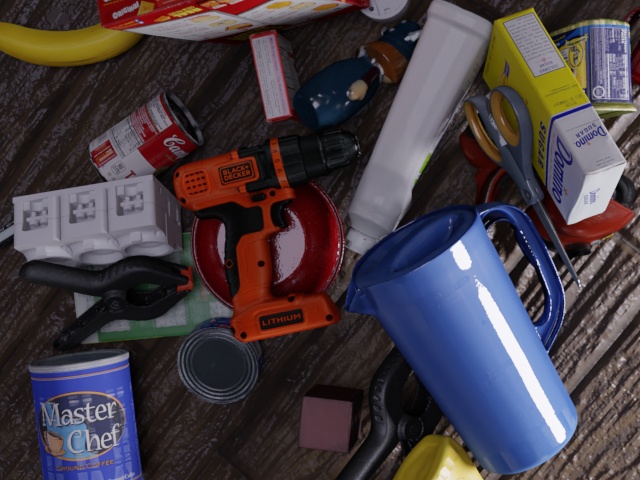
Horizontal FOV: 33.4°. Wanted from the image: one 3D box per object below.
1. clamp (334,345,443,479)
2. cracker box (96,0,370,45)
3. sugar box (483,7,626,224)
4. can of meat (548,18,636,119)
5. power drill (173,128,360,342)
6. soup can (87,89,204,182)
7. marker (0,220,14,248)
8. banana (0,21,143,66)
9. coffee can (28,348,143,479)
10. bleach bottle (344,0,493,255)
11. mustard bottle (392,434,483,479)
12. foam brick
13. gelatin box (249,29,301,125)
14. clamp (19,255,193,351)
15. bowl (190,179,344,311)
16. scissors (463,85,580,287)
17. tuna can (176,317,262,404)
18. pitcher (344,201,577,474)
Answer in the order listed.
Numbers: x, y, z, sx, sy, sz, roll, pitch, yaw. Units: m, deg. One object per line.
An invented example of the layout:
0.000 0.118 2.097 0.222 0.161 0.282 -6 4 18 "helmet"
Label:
0.088 0.192 1.065 0.036 0.164 0.210 3 72 52 "clamp"
-0.077 -0.237 0.984 0.164 0.213 0.072 -9 92 30 "cracker box"
0.206 -0.111 0.961 0.048 0.093 0.176 -19 65 -7 "sugar box"
0.249 -0.158 1.008 0.057 0.102 0.084 -2 90 -19 "can of meat"
-0.036 -0.005 1.026 0.184 0.057 0.187 -13 86 8 "power drill"
-0.181 -0.100 1.103 0.102 0.068 0.068 -33 87 10 "soup can"
-0.321 -0.018 1.156 0.121 0.020 0.020 -30 88 10 "marker"
-0.261 -0.217 1.130 0.198 0.037 0.069 -11 73 9 "banana"
-0.243 0.190 1.110 0.103 0.102 0.140 -6 92 10 "coffee can"
0.087 -0.101 1.038 0.068 0.102 0.251 27 97 10 "bleach bottle"
0.149 0.283 1.046 0.191 0.058 0.096 48 58 -23 "mustard bottle"
0.012 0.178 1.078 0.051 0.078 0.053 6 94 11 "foam brick"
-0.043 -0.162 1.073 0.030 0.073 0.089 -12 91 11 "gelatin box"
-0.215 0.063 1.104 0.171 0.039 0.120 -3 136 -3 "clamp"
-0.057 0.001 1.084 0.162 0.055 0.162 0 90 4 "bowl"
0.193 -0.057 0.962 0.016 0.096 0.202 -26 73 -19 "scissors"
-0.103 0.124 1.108 0.086 0.033 0.086 3 107 8 "tuna can"
0.151 0.091 1.004 0.149 0.144 0.243 -19 110 40 "pitcher"
